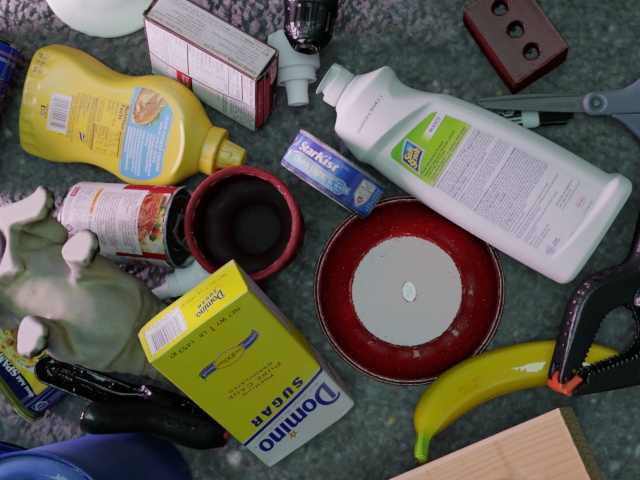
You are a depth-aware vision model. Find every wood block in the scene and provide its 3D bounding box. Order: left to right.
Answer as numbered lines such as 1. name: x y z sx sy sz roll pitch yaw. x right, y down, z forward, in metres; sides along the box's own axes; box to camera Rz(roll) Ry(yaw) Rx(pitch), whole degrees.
1. wood block: 0.110 0.209 0.814 0.206 0.090 0.091 -26 75 14

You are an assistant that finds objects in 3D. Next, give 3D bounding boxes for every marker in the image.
1. marker: 0.148 -0.099 0.887 0.121 0.020 0.020 -7 87 7

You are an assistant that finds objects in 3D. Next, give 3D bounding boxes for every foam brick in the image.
1. foam brick: 0.159 -0.167 0.873 0.053 0.051 0.078 -35 84 5

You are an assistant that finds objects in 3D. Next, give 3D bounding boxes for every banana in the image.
1. banana: 0.153 0.116 0.857 0.197 0.037 0.070 -21 60 -8

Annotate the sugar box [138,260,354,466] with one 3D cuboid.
1. sugar box: -0.053 0.102 0.834 0.093 0.176 0.048 -36 40 4

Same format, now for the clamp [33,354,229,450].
1. clamp: -0.138 0.139 0.850 0.171 0.120 0.039 20 99 -27

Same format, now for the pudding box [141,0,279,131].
1. pudding box: -0.089 -0.148 0.881 0.113 0.090 0.039 29 69 7

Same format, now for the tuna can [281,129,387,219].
1. tuna can: 0.011 -0.054 0.869 0.086 0.086 0.034 34 93 7

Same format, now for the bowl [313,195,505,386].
1. bowl: 0.071 0.041 0.873 0.162 0.055 0.162 0 88 7

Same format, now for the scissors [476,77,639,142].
1. scissors: 0.234 -0.094 0.865 0.201 0.016 0.096 -15 91 -2

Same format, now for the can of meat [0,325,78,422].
1. can of meat: -0.241 0.088 0.909 0.084 0.057 0.102 -39 84 1

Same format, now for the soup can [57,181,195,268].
1. soup can: -0.158 -0.014 0.888 0.102 0.068 0.068 4 88 20

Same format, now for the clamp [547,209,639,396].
1. clamp: 0.253 0.037 0.831 0.210 0.036 0.164 -35 95 -8

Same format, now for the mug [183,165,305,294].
1. mug: -0.056 0.001 0.877 0.093 0.081 0.117 -7 86 7

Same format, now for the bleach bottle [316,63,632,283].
1. bleach bottle: 0.114 -0.071 0.854 0.251 0.068 0.102 33 93 2

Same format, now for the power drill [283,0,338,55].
1. power drill: -0.068 -0.243 0.884 0.187 0.057 0.184 6 70 4

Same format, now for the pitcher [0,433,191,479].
1. pitcher: -0.184 0.203 0.802 0.145 0.242 0.149 -17 85 6

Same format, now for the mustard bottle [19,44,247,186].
1. mustard bottle: -0.155 -0.095 0.903 0.191 0.058 0.096 17 109 7
